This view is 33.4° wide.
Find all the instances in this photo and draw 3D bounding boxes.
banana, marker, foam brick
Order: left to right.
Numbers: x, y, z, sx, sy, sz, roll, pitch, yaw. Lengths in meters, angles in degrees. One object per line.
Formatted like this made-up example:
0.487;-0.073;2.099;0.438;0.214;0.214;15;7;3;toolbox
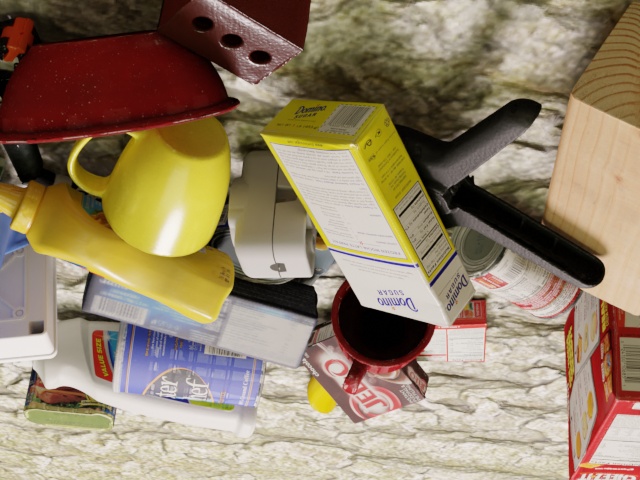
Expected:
-0.190;-0.038;0.881;0.121;0.020;0.020;18;147;-23;marker
-0.052;-0.141;0.655;0.078;0.051;0.053;25;144;-33;foam brick
0.027;0.152;1.166;0.069;0.037;0.198;20;146;-22;banana

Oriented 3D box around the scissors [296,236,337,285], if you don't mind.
0.018;0.020;0.961;0.096;0.016;0.202;5;150;-2;scissors

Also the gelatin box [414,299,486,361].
0.127;0.090;1.057;0.073;0.030;0.089;-2;150;7;gelatin box

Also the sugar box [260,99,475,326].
0.037;-0.019;0.762;0.094;0.048;0.176;12;144;45;sugar box

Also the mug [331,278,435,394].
0.051;0.087;0.972;0.093;0.117;0.081;23;166;7;mug

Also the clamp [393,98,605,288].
0.089;-0.046;0.745;0.210;0.036;0.164;17;147;36;clamp

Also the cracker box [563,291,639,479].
0.266;0.105;0.934;0.072;0.164;0.214;3;150;4;cracker box

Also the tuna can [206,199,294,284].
-0.056;0.001;0.904;0.086;0.033;0.086;13;151;7;tuna can

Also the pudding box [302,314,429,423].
0.042;0.126;1.073;0.090;0.039;0.113;-26;113;30;pudding box

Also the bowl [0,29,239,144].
-0.134;-0.102;0.681;0.162;0.055;0.162;-6;-167;1;bowl

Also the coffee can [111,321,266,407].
-0.125;0.104;1.036;0.140;0.103;0.103;8;150;-7;coffee can

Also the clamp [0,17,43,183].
-0.247;-0.103;0.759;0.120;0.039;0.172;10;147;-19;clamp

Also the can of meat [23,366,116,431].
-0.267;0.157;1.163;0.102;0.084;0.057;6;150;-4;can of meat

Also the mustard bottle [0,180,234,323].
-0.165;0.002;0.839;0.191;0.058;0.096;25;-172;-17;mustard bottle

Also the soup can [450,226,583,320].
0.164;0.018;0.889;0.102;0.068;0.069;27;143;-34;soup can

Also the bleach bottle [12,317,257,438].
-0.189;0.138;1.101;0.250;0.102;0.068;8;160;-9;bleach bottle
